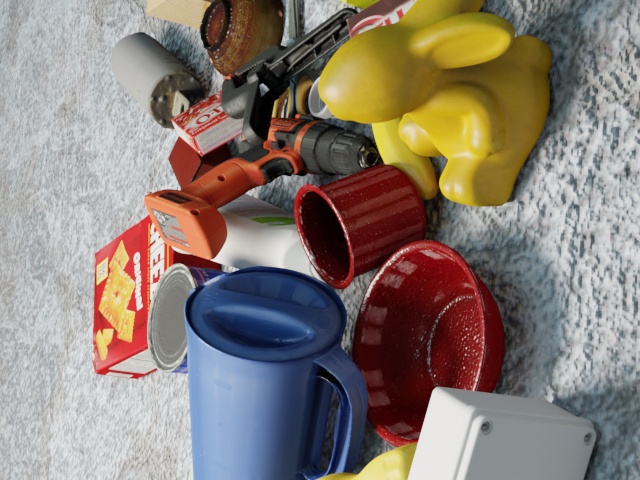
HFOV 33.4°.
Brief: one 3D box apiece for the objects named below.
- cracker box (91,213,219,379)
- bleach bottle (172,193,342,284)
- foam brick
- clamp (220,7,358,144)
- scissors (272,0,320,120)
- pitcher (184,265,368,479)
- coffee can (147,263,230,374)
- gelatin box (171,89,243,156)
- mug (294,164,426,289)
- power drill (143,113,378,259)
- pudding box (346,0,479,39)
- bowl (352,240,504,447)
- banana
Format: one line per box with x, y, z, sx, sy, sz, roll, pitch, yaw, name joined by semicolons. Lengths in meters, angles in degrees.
-0.202;0.062;1.281;0.214;0.072;0.164;-29;58;50;cracker box
-0.057;0.001;1.046;0.251;0.102;0.068;21;113;57;bleach bottle
-0.137;-0.088;1.242;0.051;0.052;0.078;-60;37;28;foam brick
-0.044;-0.169;1.080;0.164;0.036;0.210;-48;21;-6;clamp
-0.018;-0.198;1.125;0.096;0.016;0.202;1;82;56;scissors
-0.045;0.158;0.919;0.149;0.145;0.243;-100;13;-58;pitcher
-0.081;0.082;1.024;0.103;0.140;0.103;-23;62;53;coffee can
-0.114;-0.137;1.195;0.073;0.089;0.030;41;160;55;gelatin box
0.030;-0.017;0.915;0.117;0.081;0.093;13;121;61;mug
-0.059;-0.055;1.012;0.185;0.187;0.057;14;133;52;power drill
0.082;-0.173;0.908;0.114;0.039;0.090;-25;58;24;pudding box
0.093;0.083;0.834;0.162;0.055;0.162;-23;62;53;bowl
0.071;-0.124;0.945;0.070;0.037;0.198;-24;62;53;banana
